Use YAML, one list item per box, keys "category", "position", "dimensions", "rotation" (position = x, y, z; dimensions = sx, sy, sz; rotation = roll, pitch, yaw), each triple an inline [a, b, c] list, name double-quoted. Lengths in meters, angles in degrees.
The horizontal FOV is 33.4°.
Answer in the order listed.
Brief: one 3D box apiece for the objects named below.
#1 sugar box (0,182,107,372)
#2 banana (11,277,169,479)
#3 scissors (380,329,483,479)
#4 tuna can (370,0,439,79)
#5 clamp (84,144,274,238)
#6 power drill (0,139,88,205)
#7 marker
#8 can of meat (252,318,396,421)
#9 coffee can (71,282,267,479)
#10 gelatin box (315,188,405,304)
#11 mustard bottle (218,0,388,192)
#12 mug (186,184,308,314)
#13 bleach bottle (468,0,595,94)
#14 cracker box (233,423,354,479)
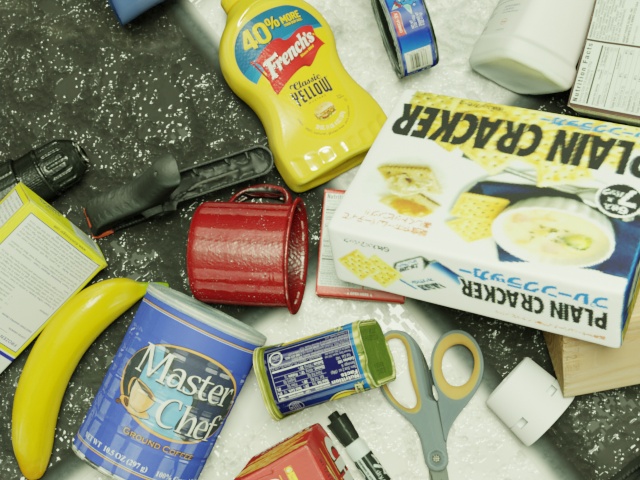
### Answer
- category: "sugar box"
  position: [-0.267, 0.048, 0.860]
  dimensions: [0.176, 0.048, 0.093]
  rotation: [-44, 128, 1]
- category: "banana"
  position: [-0.204, 0.102, 0.868]
  dimensions: [0.069, 0.037, 0.198]
  rotation: [35, 91, -17]
- category: "scissors"
  position: [0.108, 0.160, 0.856]
  dimensions: [0.096, 0.016, 0.202]
  rotation: [-24, 84, 4]
- category: "tuna can"
  position: [0.066, -0.175, 0.853]
  dimensions: [0.034, 0.086, 0.086]
  rotation: [-19, 84, 1]
- category: "clamp"
  position: [-0.121, -0.040, 0.851]
  dimensions: [0.172, 0.120, 0.039]
  rotation: [-18, 81, 47]
- category: "power drill"
  position: [-0.304, -0.077, 0.846]
  dimensions: [0.184, 0.057, 0.187]
  rotation: [-31, 119, 0]
- category: "marker"
  position: [0.044, 0.189, 0.858]
  dimensions: [0.020, 0.020, 0.121]
  rotation: [-36, 83, 1]
- category: "can of meat"
  position: [0.006, 0.097, 0.821]
  dimensions: [0.084, 0.102, 0.057]
  rotation: [-18, 83, 13]
- category: "coffee can"
  position: [-0.118, 0.117, 0.835]
  dimensions: [0.103, 0.103, 0.140]
  rotation: [26, 88, 6]
- category: "gelatin box"
  position: [0.036, 0.005, 0.869]
  dimensions: [0.073, 0.030, 0.089]
  rotation: [4, 84, 6]
- category: "mustard bottle"
  position: [-0.028, -0.141, 0.870]
  dimensions: [0.096, 0.058, 0.191]
  rotation: [-29, 82, -13]
- category: "mug"
  position: [-0.056, 0.001, 0.854]
  dimensions: [0.081, 0.093, 0.117]
  rotation: [2, 54, 9]
- category: "bleach bottle"
  position: [0.205, -0.241, 0.839]
  dimensions: [0.068, 0.103, 0.251]
  rotation: [26, 88, -15]
- category: "cracker box"
  position: [0.007, 0.221, 0.761]
  dimensions: [0.072, 0.213, 0.164]
  rotation: [-28, 84, 0]
